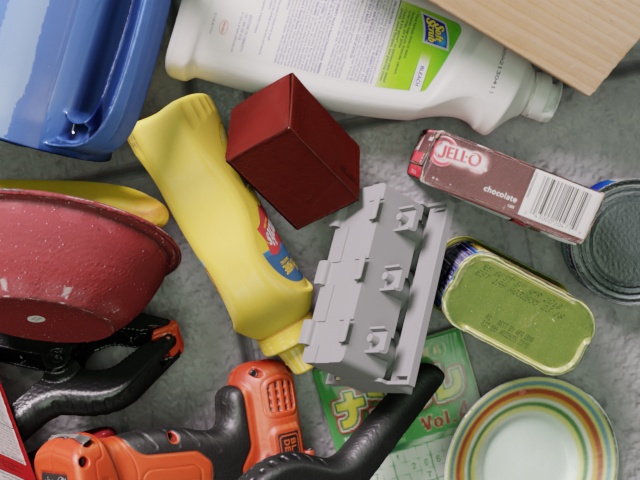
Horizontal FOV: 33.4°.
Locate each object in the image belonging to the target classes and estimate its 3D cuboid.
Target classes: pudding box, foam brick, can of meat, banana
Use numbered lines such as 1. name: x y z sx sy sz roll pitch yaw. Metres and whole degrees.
1. pudding box: 0.116 -0.037 0.693 0.113 0.090 0.039 23 96 -3
2. foam brick: -0.017 -0.055 0.677 0.051 0.053 0.078 -24 131 26
3. can of meat: 0.124 0.042 0.703 0.102 0.084 0.057 27 95 -3
4. banana: -0.189 -0.017 0.683 0.198 0.069 0.037 0 106 5

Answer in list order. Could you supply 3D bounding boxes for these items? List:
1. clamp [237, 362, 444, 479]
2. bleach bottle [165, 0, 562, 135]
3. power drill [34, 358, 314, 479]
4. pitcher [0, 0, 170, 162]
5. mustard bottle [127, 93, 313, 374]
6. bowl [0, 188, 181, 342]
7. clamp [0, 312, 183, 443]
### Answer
1. clamp: 0.010 0.185 0.683 0.209 0.036 0.164 -16 100 -33
2. bleach bottle: 0.033 -0.120 0.699 0.250 0.068 0.102 17 95 -4
3. power drill: -0.081 0.177 0.680 0.187 0.058 0.184 -5 84 -42
4. pitcher: -0.149 -0.173 0.642 0.149 0.145 0.243 19 98 -5
5. mustard bottle: -0.054 0.001 0.691 0.058 0.096 0.191 -28 95 4
6. bowl: -0.169 0.024 0.657 0.162 0.162 0.055 5 68 -1
7. clamp: -0.175 0.096 0.706 0.171 0.039 0.120 -10 61 1
